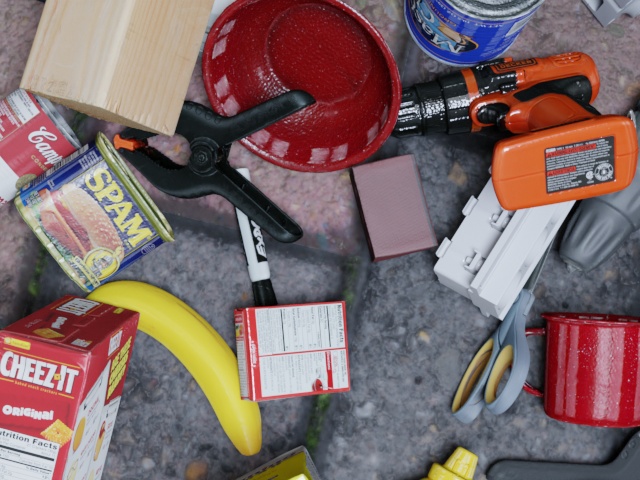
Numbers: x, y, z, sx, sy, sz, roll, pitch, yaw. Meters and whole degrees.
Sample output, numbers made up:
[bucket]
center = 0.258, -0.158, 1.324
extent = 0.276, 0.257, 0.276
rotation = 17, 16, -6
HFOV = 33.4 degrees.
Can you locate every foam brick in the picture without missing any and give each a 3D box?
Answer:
[foam brick]
center = 0.058, -0.025, 0.863
extent = 0.051, 0.053, 0.078
rotation = -14, 85, -2

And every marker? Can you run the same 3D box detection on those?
[marker]
center = -0.056, 0.001, 0.875
extent = 0.020, 0.020, 0.121
rotation = -12, 86, -2

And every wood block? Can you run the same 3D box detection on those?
[wood block]
center = -0.140, -0.195, 0.816
extent = 0.090, 0.090, 0.206
rotation = 16, 88, 32

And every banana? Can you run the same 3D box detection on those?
[banana]
center = -0.113, 0.090, 0.862
extent = 0.198, 0.037, 0.070
rotation = 37, 105, 3

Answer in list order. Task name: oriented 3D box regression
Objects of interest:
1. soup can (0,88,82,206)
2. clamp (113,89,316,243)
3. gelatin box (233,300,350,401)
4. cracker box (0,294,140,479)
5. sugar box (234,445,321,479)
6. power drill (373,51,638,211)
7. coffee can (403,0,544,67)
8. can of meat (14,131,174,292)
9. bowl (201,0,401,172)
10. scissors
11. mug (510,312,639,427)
[soup can]
center = -0.252, -0.071, 0.853
extent = 0.102, 0.068, 0.068
rotation = -37, 87, -3
[clamp]
center = -0.082, -0.059, 0.852
extent = 0.172, 0.039, 0.120
rotation = 2, 97, 22
[gelatin box]
center = -0.022, 0.087, 0.850
extent = 0.089, 0.030, 0.073
rotation = -3, 86, -26
[cracker box]
center = -0.201, 0.158, 0.772
extent = 0.072, 0.164, 0.214
rotation = 14, 96, 0
[sugar box]
center = -0.044, 0.196, 0.782
extent = 0.093, 0.176, 0.048
rotation = -27, 89, -4
[power drill]
center = 0.143, -0.088, 0.809
extent = 0.184, 0.187, 0.057
rotation = -13, 118, -1
[coffee can]
center = 0.123, -0.202, 0.833
extent = 0.103, 0.140, 0.103
rotation = 0, 86, -1
[can of meat]
center = -0.179, -0.021, 0.845
extent = 0.084, 0.057, 0.102
rotation = -34, 111, -1
[bowl]
center = -0.010, -0.135, 0.845
extent = 0.162, 0.055, 0.162
rotation = 10, 128, 13
[scissors]
center = 0.163, 0.057, 0.843
extent = 0.016, 0.096, 0.202
rotation = 30, 89, -12
[mug]
center = 0.207, 0.100, 0.844
extent = 0.117, 0.093, 0.081
rotation = 3, 90, 25
